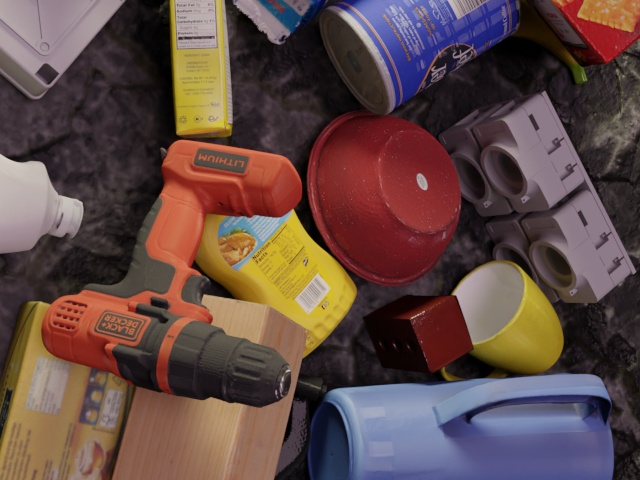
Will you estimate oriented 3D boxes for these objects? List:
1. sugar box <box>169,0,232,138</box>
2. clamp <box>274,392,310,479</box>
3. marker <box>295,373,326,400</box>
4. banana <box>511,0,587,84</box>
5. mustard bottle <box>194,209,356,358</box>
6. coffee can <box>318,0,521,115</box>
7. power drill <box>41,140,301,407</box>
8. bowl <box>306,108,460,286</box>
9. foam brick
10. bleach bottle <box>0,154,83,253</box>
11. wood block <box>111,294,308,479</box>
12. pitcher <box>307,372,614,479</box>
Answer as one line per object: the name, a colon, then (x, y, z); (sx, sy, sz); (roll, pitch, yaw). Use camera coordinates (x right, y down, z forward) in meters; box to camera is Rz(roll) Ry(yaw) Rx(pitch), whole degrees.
sugar box: (-0.095, -0.169, 0.831); (0.048, 0.093, 0.176); (-5, 93, -4)
clamp: (-0.068, 0.180, 0.870); (0.120, 0.039, 0.171); (27, 69, -20)
marker: (-0.053, 0.104, 0.870); (0.121, 0.020, 0.020); (19, 78, -5)
banana: (0.185, -0.198, 1.017); (0.197, 0.037, 0.069); (6, 83, -27)
mustard bottle: (-0.056, 0.001, 0.872); (0.191, 0.058, 0.096); (53, 57, -15)
coffee can: (0.084, -0.186, 0.912); (0.140, 0.103, 0.103); (-33, 103, -12)
power drill: (-0.080, 0.021, 0.744); (0.057, 0.185, 0.187); (74, 34, -51)
bowl: (0.069, -0.044, 0.921); (0.161, 0.055, 0.162); (11, 71, -34)
foam brick: (0.085, 0.081, 0.931); (0.051, 0.078, 0.053); (-25, 99, -28)
bleach bottle: (-0.289, -0.056, 0.755); (0.250, 0.068, 0.102); (17, 80, -28)
wood block: (-0.086, 0.150, 0.785); (0.090, 0.091, 0.206); (40, 61, -64)
pitcher: (0.121, 0.173, 0.908); (0.242, 0.145, 0.149); (3, 96, -23)
